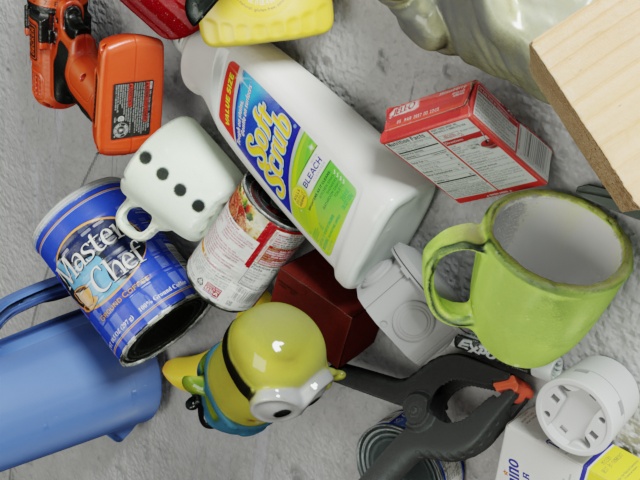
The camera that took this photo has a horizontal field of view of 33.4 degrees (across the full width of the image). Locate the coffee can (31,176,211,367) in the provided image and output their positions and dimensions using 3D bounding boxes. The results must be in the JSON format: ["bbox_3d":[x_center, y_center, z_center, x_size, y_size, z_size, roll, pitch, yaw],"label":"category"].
[{"bbox_3d":[-0.178,0.028,0.962,0.140,0.102,0.103,50,134,13],"label":"coffee can"}]

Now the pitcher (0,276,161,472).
[{"bbox_3d":[-0.284,0.139,1.009,0.149,0.242,0.145,58,137,16],"label":"pitcher"}]

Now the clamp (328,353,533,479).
[{"bbox_3d":[0.072,0.123,0.799,0.172,0.039,0.120,-29,64,21],"label":"clamp"}]

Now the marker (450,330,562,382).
[{"bbox_3d":[0.117,0.075,0.773,0.121,0.020,0.020,17,119,36],"label":"marker"}]

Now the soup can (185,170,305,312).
[{"bbox_3d":[-0.056,0.001,0.851,0.068,0.068,0.102,47,123,16],"label":"soup can"}]

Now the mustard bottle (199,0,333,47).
[{"bbox_3d":[-0.048,-0.235,0.739,0.096,0.058,0.191,-7,107,0],"label":"mustard bottle"}]

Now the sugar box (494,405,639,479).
[{"bbox_3d":[0.204,0.193,0.729,0.176,0.048,0.093,28,126,35],"label":"sugar box"}]

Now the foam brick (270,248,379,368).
[{"bbox_3d":[0.006,0.051,0.841,0.078,0.051,0.053,35,128,26],"label":"foam brick"}]

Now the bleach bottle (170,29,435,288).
[{"bbox_3d":[-0.030,-0.083,0.809,0.251,0.067,0.103,44,132,22],"label":"bleach bottle"}]

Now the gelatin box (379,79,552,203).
[{"bbox_3d":[0.095,-0.062,0.690,0.073,0.030,0.089,-13,143,44],"label":"gelatin box"}]

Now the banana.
[{"bbox_3d":[-0.087,0.097,0.960,0.198,0.037,0.069,-47,46,40],"label":"banana"}]

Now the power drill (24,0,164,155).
[{"bbox_3d":[-0.194,-0.170,0.893,0.188,0.057,0.184,45,138,43],"label":"power drill"}]

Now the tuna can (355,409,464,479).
[{"bbox_3d":[0.072,0.179,0.850,0.086,0.033,0.086,19,120,36],"label":"tuna can"}]

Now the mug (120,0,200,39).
[{"bbox_3d":[-0.110,-0.214,0.798,0.117,0.081,0.093,-49,39,1],"label":"mug"}]
